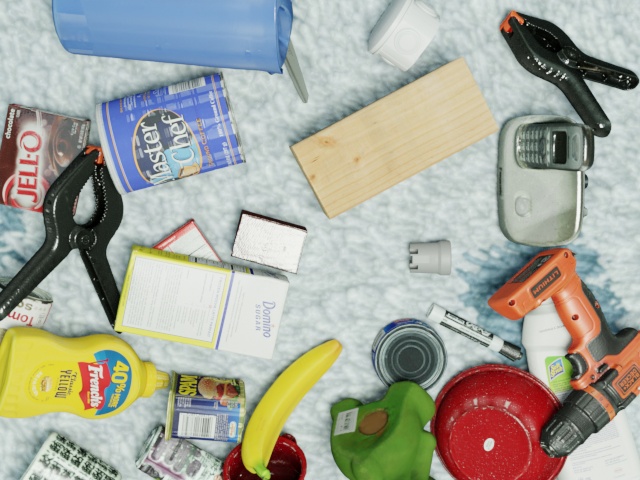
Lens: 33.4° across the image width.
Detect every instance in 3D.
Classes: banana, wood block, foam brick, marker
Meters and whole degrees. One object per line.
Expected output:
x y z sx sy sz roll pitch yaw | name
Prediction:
-0.039 0.188 1.188 0.070 0.197 0.037 0 134 34 | banana
0.078 -0.112 1.171 0.206 0.091 0.090 -28 97 0 | wood block
-0.058 0.001 1.194 0.078 0.053 0.051 16 95 -4 | foam brick
0.180 0.108 1.234 0.121 0.020 0.020 27 94 -5 | marker

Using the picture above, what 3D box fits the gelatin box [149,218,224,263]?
-0.148 0.032 1.204 0.073 0.030 0.089 -35 99 1 | gelatin box

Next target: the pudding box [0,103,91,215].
-0.307 -0.087 1.179 0.090 0.039 0.113 12 95 -4 | pudding box

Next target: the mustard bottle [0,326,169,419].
-0.256 0.149 1.173 0.191 0.058 0.096 8 103 -32 | mustard bottle

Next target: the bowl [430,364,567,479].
0.196 0.224 1.200 0.162 0.055 0.162 3 98 20 | bowl

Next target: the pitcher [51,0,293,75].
-0.151 -0.253 1.113 0.243 0.145 0.149 3 96 5 | pitcher

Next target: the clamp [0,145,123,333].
-0.257 0.003 1.165 0.164 0.036 0.210 20 86 -43 | clamp

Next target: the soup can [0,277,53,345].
-0.345 0.100 1.183 0.068 0.068 0.102 23 93 -5 | soup can

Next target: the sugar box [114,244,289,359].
-0.130 0.068 1.172 0.176 0.048 0.093 12 99 -11 | sugar box

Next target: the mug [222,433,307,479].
-0.054 0.271 1.200 0.093 0.117 0.081 9 132 17 | mug

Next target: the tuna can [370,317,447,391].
0.102 0.134 1.225 0.086 0.034 0.086 0 96 -3 | tuna can

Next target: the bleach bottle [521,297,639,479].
0.297 0.168 1.226 0.102 0.068 0.251 -15 94 -2 | bleach bottle

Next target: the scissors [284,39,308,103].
-0.036 -0.262 1.187 0.096 0.016 0.202 -35 97 1 | scissors

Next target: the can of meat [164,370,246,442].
-0.127 0.186 1.186 0.084 0.102 0.057 6 100 -6 | can of meat

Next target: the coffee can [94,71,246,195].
-0.161 -0.116 1.152 0.140 0.103 0.103 -15 96 -2 | coffee can

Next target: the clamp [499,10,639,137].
0.269 -0.186 1.174 0.171 0.120 0.039 30 134 -2 | clamp

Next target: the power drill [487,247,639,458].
0.266 0.117 1.160 0.184 0.057 0.187 -41 99 -19 | power drill
